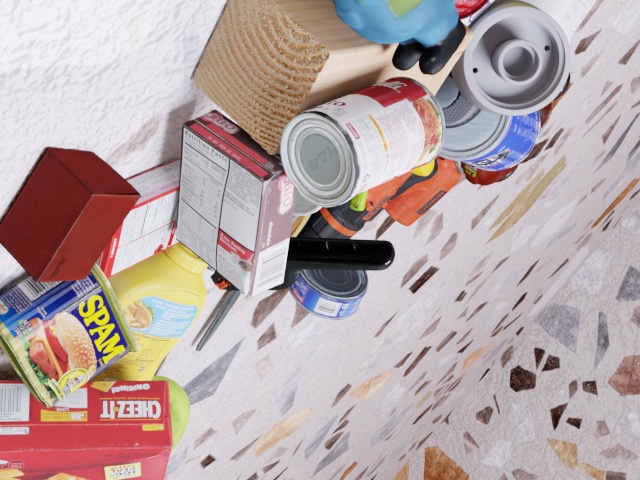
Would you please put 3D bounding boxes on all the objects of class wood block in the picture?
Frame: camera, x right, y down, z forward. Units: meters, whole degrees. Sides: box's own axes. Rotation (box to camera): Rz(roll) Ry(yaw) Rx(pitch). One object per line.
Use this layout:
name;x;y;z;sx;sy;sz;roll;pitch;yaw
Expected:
wood block;0.015;-0.140;0.806;0.205;0.090;0.091;-21;149;-52

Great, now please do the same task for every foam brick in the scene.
foam brick;-0.171;-0.017;0.718;0.078;0.051;0.052;-53;159;17

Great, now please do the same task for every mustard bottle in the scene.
mustard bottle;-0.152;0.063;0.906;0.096;0.058;0.192;19;114;-49

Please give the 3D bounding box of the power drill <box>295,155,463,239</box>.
power drill;0.063;-0.043;1.145;0.185;0.057;0.187;-43;167;27

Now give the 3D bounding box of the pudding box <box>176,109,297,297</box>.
pudding box;-0.064;-0.026;0.785;0.039;0.090;0.114;-26;141;-38

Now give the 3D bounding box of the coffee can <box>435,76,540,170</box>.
coffee can;0.168;-0.130;1.133;0.103;0.103;0.140;-51;161;14

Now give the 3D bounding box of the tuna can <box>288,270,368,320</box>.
tuna can;0.009;0.045;1.176;0.085;0.086;0.034;-27;152;-44

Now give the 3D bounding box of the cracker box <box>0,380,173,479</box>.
cracker box;-0.219;0.199;0.903;0.164;0.072;0.214;2;141;-16

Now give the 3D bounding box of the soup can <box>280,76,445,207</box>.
soup can;0.030;-0.069;0.735;0.102;0.068;0.069;-27;153;-44

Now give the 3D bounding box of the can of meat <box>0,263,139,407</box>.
can of meat;-0.195;0.066;0.801;0.083;0.058;0.102;-35;139;-21

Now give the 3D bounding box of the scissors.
scissors;-0.081;0.035;1.071;0.202;0.016;0.096;-50;160;8

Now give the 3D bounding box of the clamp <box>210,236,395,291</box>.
clamp;-0.056;0.001;0.924;0.210;0.164;0.036;-22;-136;55

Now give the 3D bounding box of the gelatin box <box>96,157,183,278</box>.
gelatin box;-0.137;-0.018;0.822;0.089;0.030;0.073;-30;154;-41
